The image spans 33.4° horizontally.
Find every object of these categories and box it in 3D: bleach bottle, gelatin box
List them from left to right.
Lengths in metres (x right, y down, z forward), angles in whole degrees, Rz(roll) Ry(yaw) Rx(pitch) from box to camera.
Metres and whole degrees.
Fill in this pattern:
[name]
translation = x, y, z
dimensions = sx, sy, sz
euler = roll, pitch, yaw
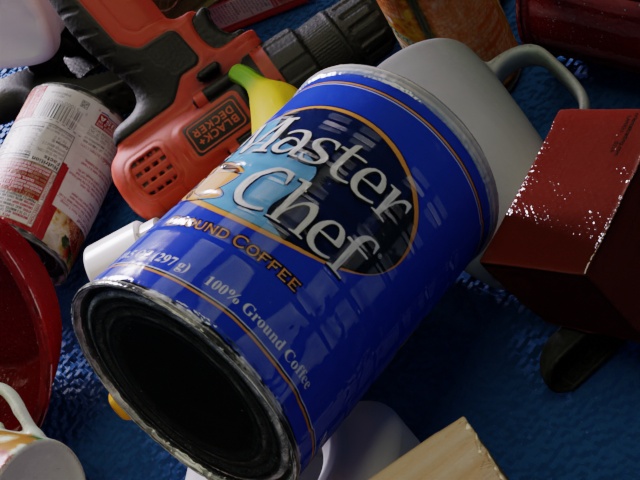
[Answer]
[bleach bottle]
translation = -0.188, -0.213, 0.753
dimensions = 0.103, 0.068, 0.250
euler = -3, 39, 19
[gelatin box]
translation = -0.043, -0.182, 0.696
dimensions = 0.073, 0.030, 0.089
euler = -17, 51, 18

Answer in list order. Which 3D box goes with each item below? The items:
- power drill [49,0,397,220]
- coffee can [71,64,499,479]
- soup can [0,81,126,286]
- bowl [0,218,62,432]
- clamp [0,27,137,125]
[power drill]
translation = -0.073, -0.131, 0.590
dimensions = 0.184, 0.057, 0.187
euler = -36, 88, 1
[coffee can]
translation = -0.010, 0.012, 0.411
dimensions = 0.103, 0.103, 0.140
euler = 15, 47, 36
[soup can]
translation = -0.160, -0.034, 0.626
dimensions = 0.069, 0.068, 0.102
euler = 2, 57, 30
[bowl]
translation = -0.193, 0.038, 0.563
dimensions = 0.162, 0.162, 0.055
euler = -5, 16, 26
[clamp]
translation = -0.183, -0.107, 0.710
dimensions = 0.210, 0.036, 0.164
euler = 13, 58, 35
